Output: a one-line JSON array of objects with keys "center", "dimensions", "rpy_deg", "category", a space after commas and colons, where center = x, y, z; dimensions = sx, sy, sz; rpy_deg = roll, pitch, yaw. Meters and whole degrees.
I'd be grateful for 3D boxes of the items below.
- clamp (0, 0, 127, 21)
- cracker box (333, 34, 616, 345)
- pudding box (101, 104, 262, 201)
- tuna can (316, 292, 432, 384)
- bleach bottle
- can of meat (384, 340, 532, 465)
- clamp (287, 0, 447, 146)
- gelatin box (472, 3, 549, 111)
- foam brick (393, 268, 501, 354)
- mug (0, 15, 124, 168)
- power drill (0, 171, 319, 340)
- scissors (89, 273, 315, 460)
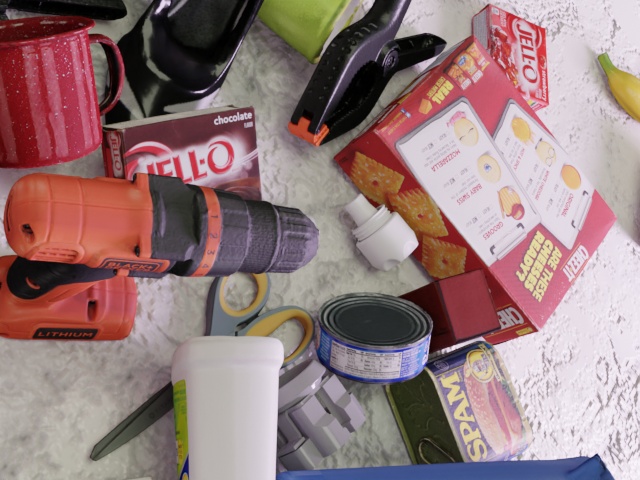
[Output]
[{"center": [-0.220, -0.171, 0.748], "dimensions": [0.171, 0.039, 0.120], "rpy_deg": [43, 53, -18], "category": "clamp"}, {"center": [0.136, -0.043, 0.915], "dimensions": [0.213, 0.072, 0.164], "rpy_deg": [50, 54, -9], "category": "cracker box"}, {"center": [-0.097, -0.045, 0.760], "dimensions": [0.113, 0.039, 0.090], "rpy_deg": [-17, 111, -38], "category": "pudding box"}, {"center": [0.039, 0.073, 0.798], "dimensions": [0.085, 0.086, 0.034], "rpy_deg": [-14, 120, -36], "category": "tuna can"}, {"center": [-0.059, 0.191, 0.669], "dimensions": [0.068, 0.103, 0.251], "rpy_deg": [2, 76, -13], "category": "bleach bottle"}, {"center": [0.110, 0.136, 0.838], "dimensions": [0.083, 0.058, 0.102], "rpy_deg": [-15, 81, -39], "category": "can of meat"}, {"center": [0.048, -0.153, 0.889], "dimensions": [0.036, 0.164, 0.210], "rpy_deg": [29, 72, 23], "category": "clamp"}, {"center": [0.182, -0.173, 1.019], "dimensions": [0.073, 0.030, 0.089], "rpy_deg": [16, 64, -28], "category": "gelatin box"}, {"center": [0.093, 0.060, 0.842], "dimensions": [0.051, 0.078, 0.053], "rpy_deg": [-13, 82, -37], "category": "foam brick"}, {"center": [-0.177, -0.099, 0.692], "dimensions": [0.117, 0.093, 0.081], "rpy_deg": [-25, 119, -42], "category": "mug"}, {"center": [-0.117, 0.013, 0.652], "dimensions": [0.184, 0.188, 0.057], "rpy_deg": [8, 67, -30], "category": "power drill"}, {"center": [-0.090, 0.074, 0.755], "dimensions": [0.201, 0.016, 0.096], "rpy_deg": [-18, 81, -37], "category": "scissors"}]
